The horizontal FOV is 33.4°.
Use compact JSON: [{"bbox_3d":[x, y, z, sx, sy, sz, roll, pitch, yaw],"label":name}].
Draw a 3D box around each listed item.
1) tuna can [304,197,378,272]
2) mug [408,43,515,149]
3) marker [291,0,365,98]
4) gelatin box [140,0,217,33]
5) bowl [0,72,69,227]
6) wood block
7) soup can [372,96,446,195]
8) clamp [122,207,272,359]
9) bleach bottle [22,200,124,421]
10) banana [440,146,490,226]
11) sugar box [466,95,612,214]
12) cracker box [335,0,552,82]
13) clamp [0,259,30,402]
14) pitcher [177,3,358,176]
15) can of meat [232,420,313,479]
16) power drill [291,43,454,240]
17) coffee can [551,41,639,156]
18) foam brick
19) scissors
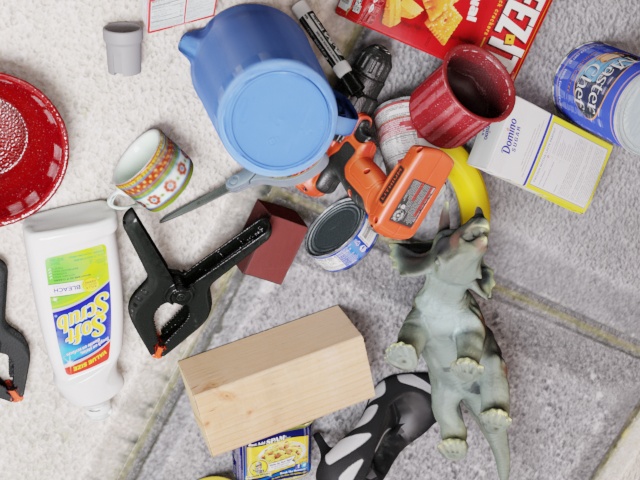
[{"bbox_3d":[0.025,-0.006,1.220,0.086,0.086,0.033,-44,121,2],"label":"tuna can"},{"bbox_3d":[0.156,-0.154,1.150,0.117,0.082,0.093,-25,82,-35],"label":"mug"},{"bbox_3d":[0.010,-0.202,1.131,0.020,0.020,0.121,-33,84,-4],"label":"marker"},{"bbox_3d":[-0.140,-0.243,1.057,0.073,0.089,0.030,-18,82,-12],"label":"gelatin box"},{"bbox_3d":[-0.336,-0.096,1.066,0.162,0.055,0.162,-7,114,-17],"label":"bowl"},{"bbox_3d":[-0.051,0.164,1.261,0.206,0.091,0.090,-19,117,-12],"label":"wood block"},{"bbox_3d":[0.099,-0.100,1.187,0.068,0.069,0.102,0,67,-20],"label":"soup can"},{"bbox_3d":[-0.164,0.046,1.166,0.164,0.036,0.210,11,126,-30],"label":"clamp"},{"bbox_3d":[-0.255,0.087,1.171,0.102,0.068,0.251,-13,118,-15],"label":"bleach bottle"},{"bbox_3d":[0.163,-0.063,1.277,0.070,0.037,0.197,-24,119,22],"label":"banana"},{"bbox_3d":[0.262,-0.103,1.271,0.176,0.048,0.093,21,92,-31],"label":"sugar box"},{"bbox_3d":[0.147,-0.279,1.155,0.213,0.072,0.164,17,106,-26],"label":"cracker box"},{"bbox_3d":[-0.374,0.109,1.148,0.120,0.039,0.171,-18,117,-13],"label":"clamp"},{"bbox_3d":[-0.045,-0.143,1.041,0.149,0.243,0.145,-22,113,-1],"label":"pitcher"},{"bbox_3d":[-0.060,0.251,1.315,0.102,0.057,0.084,-8,116,-17],"label":"can of meat"},{"bbox_3d":[0.059,-0.101,1.136,0.057,0.188,0.184,15,109,-38],"label":"power drill"},{"bbox_3d":[0.349,-0.166,1.238,0.102,0.140,0.103,-8,114,-17],"label":"coffee can"},{"bbox_3d":[-0.058,0.001,1.211,0.051,0.053,0.078,20,104,-26],"label":"foam brick"},{"bbox_3d":[-0.086,-0.080,1.177,0.202,0.096,0.016,-13,143,18],"label":"scissors"}]
